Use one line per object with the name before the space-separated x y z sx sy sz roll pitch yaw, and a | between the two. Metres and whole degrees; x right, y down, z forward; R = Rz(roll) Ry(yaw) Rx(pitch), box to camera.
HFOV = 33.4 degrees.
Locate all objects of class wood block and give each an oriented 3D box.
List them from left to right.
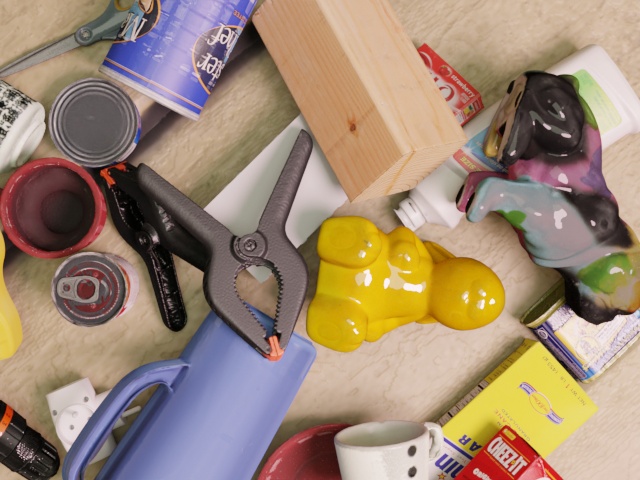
wood block | 0.033 -0.149 0.981 0.090 0.091 0.206 -15 72 -42

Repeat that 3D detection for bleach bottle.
bleach bottle | 0.186 -0.083 1.041 0.251 0.068 0.102 -35 91 0

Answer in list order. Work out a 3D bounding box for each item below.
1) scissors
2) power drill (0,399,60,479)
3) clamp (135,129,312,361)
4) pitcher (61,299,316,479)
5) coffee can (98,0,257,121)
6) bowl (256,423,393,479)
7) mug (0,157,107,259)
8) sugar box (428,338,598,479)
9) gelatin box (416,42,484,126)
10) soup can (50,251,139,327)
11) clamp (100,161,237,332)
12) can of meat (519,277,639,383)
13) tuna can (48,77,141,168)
scissors | -0.212 -0.190 1.047 0.201 0.016 0.096 -40 91 -2
power drill | -0.366 0.216 1.004 0.187 0.057 0.184 -46 112 1
clamp | -0.056 0.001 0.955 0.164 0.036 0.210 -20 77 -10
pitcher | -0.115 0.171 0.990 0.145 0.149 0.243 30 85 14
coffee can | -0.129 -0.196 0.991 0.103 0.103 0.140 27 93 -2
bowl | 0.015 0.254 1.033 0.162 0.055 0.162 0 90 -2
mug | -0.259 -0.031 1.011 0.117 0.081 0.093 11 89 -3
sugar box | 0.174 0.188 1.045 0.176 0.048 0.093 -43 91 -3
gelatin box | 0.102 -0.139 1.034 0.073 0.030 0.089 -39 60 -1
soup can | -0.209 0.044 1.002 0.068 0.102 0.068 0 89 -3
clamp | -0.146 -0.005 1.011 0.120 0.039 0.171 -30 91 38
can of meat | 0.262 0.077 1.044 0.102 0.057 0.084 -43 93 -2
tuna can | -0.218 -0.113 1.037 0.086 0.034 0.086 0 89 -2
